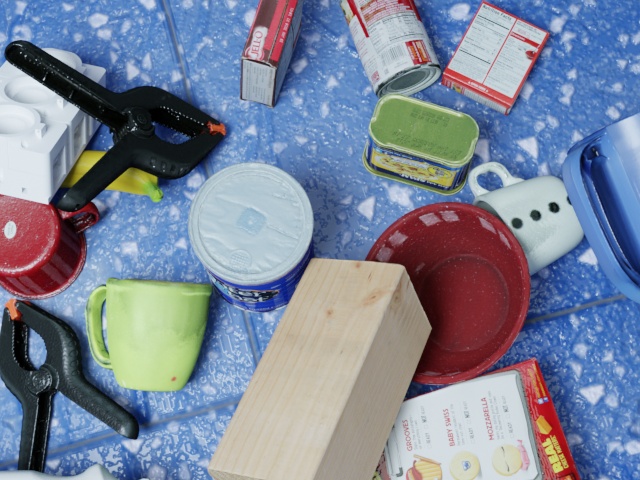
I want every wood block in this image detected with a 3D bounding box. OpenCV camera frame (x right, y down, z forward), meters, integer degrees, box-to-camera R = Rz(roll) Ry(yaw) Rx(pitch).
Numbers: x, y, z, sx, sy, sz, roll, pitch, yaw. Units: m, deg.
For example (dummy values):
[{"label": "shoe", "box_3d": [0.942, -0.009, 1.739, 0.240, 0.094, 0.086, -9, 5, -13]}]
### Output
[{"label": "wood block", "box_3d": [0.005, 0.122, 0.848, 0.090, 0.090, 0.206, 4, 51, 30]}]

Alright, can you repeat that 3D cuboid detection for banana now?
[{"label": "banana", "box_3d": [-0.233, -0.063, 0.988, 0.198, 0.069, 0.037, 3, 103, 8]}]

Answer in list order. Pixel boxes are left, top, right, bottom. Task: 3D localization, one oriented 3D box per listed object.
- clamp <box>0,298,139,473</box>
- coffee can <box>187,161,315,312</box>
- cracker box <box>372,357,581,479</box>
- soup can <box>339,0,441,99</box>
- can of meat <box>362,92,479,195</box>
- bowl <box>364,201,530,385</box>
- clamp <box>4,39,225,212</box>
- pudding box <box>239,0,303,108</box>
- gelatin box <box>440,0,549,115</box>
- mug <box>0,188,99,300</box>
[{"label": "clamp", "box_3d": [-0.248, 0.136, 0.952, 0.120, 0.039, 0.171, -35, 72, 0]}, {"label": "coffee can", "box_3d": [-0.056, 0.001, 0.930, 0.103, 0.140, 0.103, 0, 76, 0]}, {"label": "cracker box", "box_3d": [0.108, 0.211, 0.914, 0.213, 0.072, 0.164, -18, 76, -3]}, {"label": "soup can", "box_3d": [0.067, -0.193, 1.014, 0.068, 0.068, 0.102, -19, 77, -4]}, {"label": "can of meat", "box_3d": [0.092, -0.088, 0.980, 0.102, 0.084, 0.057, 17, 77, 5]}, {"label": "bowl", "box_3d": [0.115, 0.050, 0.942, 0.162, 0.055, 0.162, -8, 73, 28]}, {"label": "clamp", "box_3d": [-0.167, -0.089, 0.937, 0.209, 0.036, 0.164, 7, 56, -43]}, {"label": "pudding box", "box_3d": [-0.046, -0.184, 0.989, 0.039, 0.113, 0.090, 18, 77, 1]}, {"label": "gelatin box", "box_3d": [0.168, -0.176, 1.028, 0.073, 0.030, 0.089, 27, 78, 8]}, {"label": "mug", "box_3d": [-0.255, -0.004, 0.964, 0.117, 0.081, 0.093, -24, 77, -5]}]
